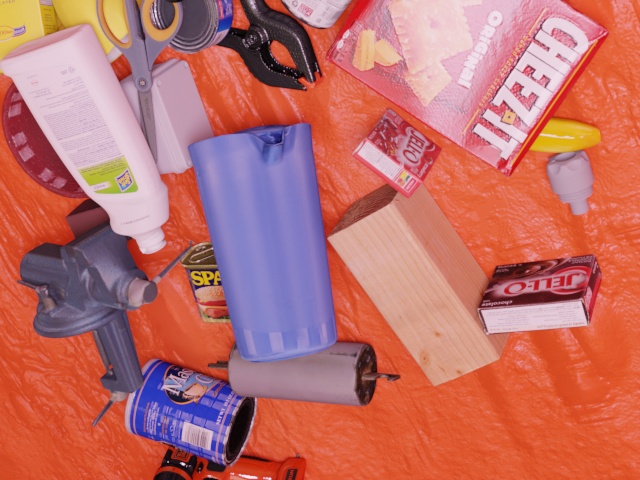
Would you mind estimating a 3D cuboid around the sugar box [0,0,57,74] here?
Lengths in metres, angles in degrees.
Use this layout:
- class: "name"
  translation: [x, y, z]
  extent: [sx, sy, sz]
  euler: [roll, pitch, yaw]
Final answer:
- class: "sugar box"
  translation: [-0.339, -0.270, 1.144]
  extent: [0.093, 0.048, 0.176]
  euler: [-7, 101, 12]

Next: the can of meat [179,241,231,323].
- class: "can of meat"
  translation: [-0.107, 0.050, 1.277]
  extent: [0.102, 0.057, 0.084]
  euler: [-1, 119, 24]

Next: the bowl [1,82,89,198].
- class: "bowl"
  translation: [-0.291, -0.133, 1.253]
  extent: [0.162, 0.055, 0.162]
  euler: [11, 121, 18]

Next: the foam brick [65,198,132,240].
- class: "foam brick"
  translation: [-0.260, -0.025, 1.302]
  extent: [0.078, 0.053, 0.051]
  euler: [-13, 112, 29]

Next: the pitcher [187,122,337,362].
- class: "pitcher"
  translation: [-0.057, 0.001, 1.143]
  extent: [0.145, 0.149, 0.243]
  euler: [-10, 91, 24]

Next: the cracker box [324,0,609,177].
- class: "cracker box"
  translation: [0.135, -0.185, 1.005]
  extent: [0.214, 0.072, 0.164]
  euler: [34, 107, 4]

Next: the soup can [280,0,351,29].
- class: "soup can"
  translation: [0.012, -0.265, 1.040]
  extent: [0.068, 0.068, 0.102]
  euler: [40, 126, -2]

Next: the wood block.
- class: "wood block"
  translation: [0.112, 0.041, 1.155]
  extent: [0.090, 0.090, 0.206]
  euler: [-29, 103, 33]

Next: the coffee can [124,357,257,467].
- class: "coffee can"
  translation: [-0.165, 0.219, 1.367]
  extent: [0.140, 0.102, 0.103]
  euler: [16, 123, 14]

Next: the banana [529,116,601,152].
- class: "banana"
  translation: [0.180, -0.133, 1.060]
  extent: [0.198, 0.037, 0.070]
  euler: [34, 127, 2]

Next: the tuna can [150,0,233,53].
- class: "tuna can"
  translation: [-0.133, -0.239, 1.104]
  extent: [0.086, 0.033, 0.086]
  euler: [12, 116, 26]

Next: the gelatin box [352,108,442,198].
- class: "gelatin box"
  translation: [0.081, -0.091, 1.095]
  extent: [0.073, 0.089, 0.030]
  euler: [38, 124, -1]

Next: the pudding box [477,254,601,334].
- class: "pudding box"
  translation: [0.230, 0.056, 1.113]
  extent: [0.114, 0.090, 0.039]
  euler: [-10, 114, 28]

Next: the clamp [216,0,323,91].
- class: "clamp"
  translation: [-0.074, -0.213, 1.125]
  extent: [0.171, 0.039, 0.120]
  euler: [50, 131, 0]

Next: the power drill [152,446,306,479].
- class: "power drill"
  translation: [-0.120, 0.317, 1.367]
  extent: [0.187, 0.184, 0.057]
  euler: [13, 123, 5]

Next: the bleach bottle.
- class: "bleach bottle"
  translation: [-0.235, -0.096, 1.130]
  extent: [0.103, 0.068, 0.251]
  euler: [-13, 116, 21]

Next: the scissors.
- class: "scissors"
  translation: [-0.169, -0.178, 1.110]
  extent: [0.096, 0.016, 0.202]
  euler: [-15, 115, 10]
